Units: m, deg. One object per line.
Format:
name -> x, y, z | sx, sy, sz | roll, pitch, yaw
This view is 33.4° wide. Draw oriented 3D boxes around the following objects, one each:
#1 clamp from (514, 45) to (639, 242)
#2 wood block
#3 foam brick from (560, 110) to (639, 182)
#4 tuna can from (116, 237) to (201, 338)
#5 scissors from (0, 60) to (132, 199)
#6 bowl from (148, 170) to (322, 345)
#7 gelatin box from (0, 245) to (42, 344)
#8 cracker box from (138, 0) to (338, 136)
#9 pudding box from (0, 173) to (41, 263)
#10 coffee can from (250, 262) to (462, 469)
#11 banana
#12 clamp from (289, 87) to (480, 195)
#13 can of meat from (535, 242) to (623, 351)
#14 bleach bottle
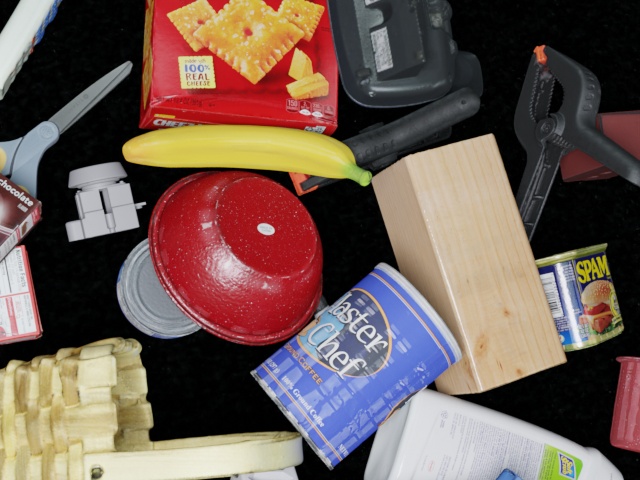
clamp -> 0.213, -0.088, 0.978 | 0.036, 0.165, 0.210 | 22, 46, -31
wood block -> 0.128, 0.023, 0.936 | 0.090, 0.091, 0.206 | -16, 85, -20
foam brick -> 0.266, -0.088, 1.007 | 0.053, 0.078, 0.051 | -6, 85, -18
tuna can -> -0.125, 0.038, 0.883 | 0.086, 0.034, 0.086 | 3, 79, -17
scissors -> -0.223, -0.067, 0.879 | 0.201, 0.016, 0.096 | -28, 87, -19
bowl -> -0.056, 0.001, 0.870 | 0.161, 0.055, 0.162 | 16, 55, -25
gelatin box -> -0.269, 0.048, 0.838 | 0.089, 0.030, 0.073 | -10, 82, -19
cracker box -> -0.067, -0.197, 0.923 | 0.164, 0.072, 0.213 | 5, 78, -18
pudding box -> -0.285, -0.023, 0.815 | 0.113, 0.039, 0.090 | 36, 66, 2
coffee can -> 0.029, 0.101, 0.865 | 0.140, 0.103, 0.103 | -39, 94, -8
banana -> -0.058, -0.074, 0.867 | 0.197, 0.069, 0.037 | 4, 102, -3
clamp -> 0.057, -0.086, 0.922 | 0.171, 0.120, 0.039 | -25, 82, -16
can of meat -> 0.229, 0.052, 0.965 | 0.101, 0.058, 0.084 | -9, 85, -53
bleach bottle -> 0.169, 0.209, 0.932 | 0.250, 0.068, 0.102 | 22, 79, -16
